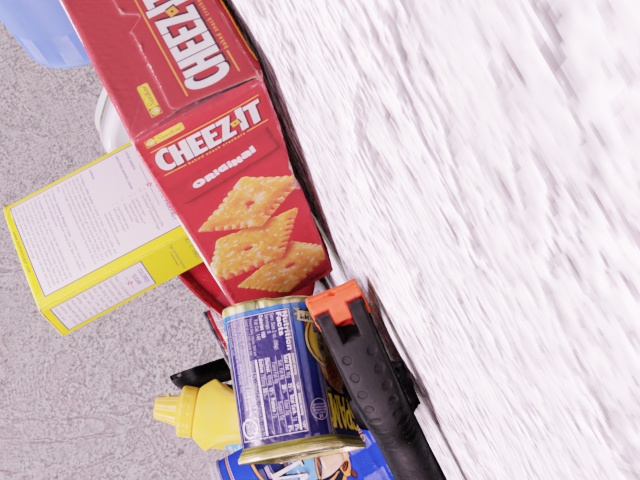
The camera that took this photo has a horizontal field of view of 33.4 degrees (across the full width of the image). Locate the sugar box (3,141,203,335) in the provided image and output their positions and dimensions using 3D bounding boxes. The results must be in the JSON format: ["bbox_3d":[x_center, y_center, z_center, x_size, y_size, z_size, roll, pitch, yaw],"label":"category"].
[{"bbox_3d":[-0.112,-0.020,0.702,0.093,0.176,0.048,60,173,32],"label":"sugar box"}]

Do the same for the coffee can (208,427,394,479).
[{"bbox_3d":[0.007,0.170,0.754,0.103,0.140,0.103,61,176,6],"label":"coffee can"}]

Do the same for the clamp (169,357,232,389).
[{"bbox_3d":[-0.060,0.088,0.995,0.209,0.036,0.164,33,-134,-44],"label":"clamp"}]

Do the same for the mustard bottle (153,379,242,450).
[{"bbox_3d":[-0.038,0.147,0.857,0.096,0.191,0.058,100,177,-82],"label":"mustard bottle"}]

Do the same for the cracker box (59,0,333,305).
[{"bbox_3d":[-0.070,-0.073,0.571,0.164,0.072,0.213,59,175,26],"label":"cracker box"}]

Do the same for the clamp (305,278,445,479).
[{"bbox_3d":[0.037,0.093,0.567,0.120,0.039,0.171,59,179,42],"label":"clamp"}]

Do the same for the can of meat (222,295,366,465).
[{"bbox_3d":[-0.015,0.080,0.600,0.102,0.057,0.084,40,-142,-73],"label":"can of meat"}]

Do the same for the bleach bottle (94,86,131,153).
[{"bbox_3d":[-0.146,-0.118,0.878,0.068,0.102,0.251,23,-175,-19],"label":"bleach bottle"}]
